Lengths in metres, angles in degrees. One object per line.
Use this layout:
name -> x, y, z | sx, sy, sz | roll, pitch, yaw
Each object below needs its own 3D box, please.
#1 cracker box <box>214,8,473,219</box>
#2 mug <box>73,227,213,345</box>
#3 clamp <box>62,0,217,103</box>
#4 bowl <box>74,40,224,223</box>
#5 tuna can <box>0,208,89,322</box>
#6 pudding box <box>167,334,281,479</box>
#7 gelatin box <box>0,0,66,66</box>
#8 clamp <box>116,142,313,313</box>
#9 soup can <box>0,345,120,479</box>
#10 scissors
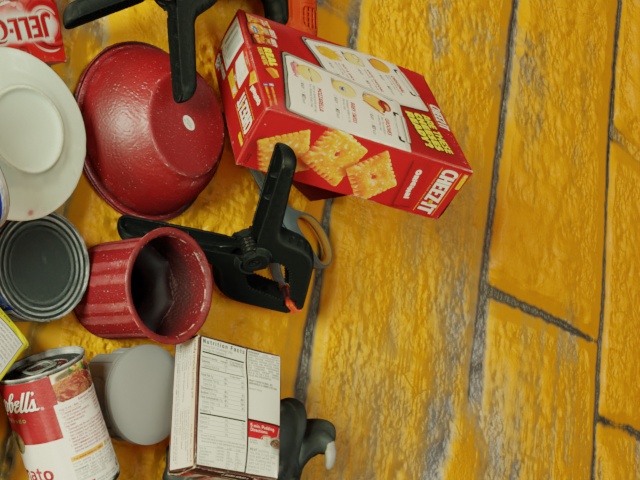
cracker box -> 0.016, -0.114, 0.989 | 0.213, 0.072, 0.164 | 15, 36, -27
mug -> -0.141, 0.038, 0.875 | 0.117, 0.082, 0.093 | -7, 91, -51
clamp -> -0.121, -0.199, 0.889 | 0.120, 0.039, 0.171 | 44, 64, -19
bowl -> -0.134, -0.097, 0.922 | 0.161, 0.055, 0.162 | 9, 79, -51
tuna can -> -0.221, 0.020, 0.817 | 0.085, 0.034, 0.086 | 9, 79, -50
pudding box -> -0.077, 0.141, 0.876 | 0.089, 0.039, 0.113 | 20, 58, -37
gelatin box -> -0.241, -0.169, 0.818 | 0.089, 0.030, 0.073 | -13, 96, -50
clamp -> -0.056, 0.001, 0.952 | 0.209, 0.165, 0.036 | 45, 23, -47
soup can -> -0.197, 0.139, 0.806 | 0.068, 0.069, 0.102 | -28, 108, -49
scissors -> -0.053, -0.025, 1.043 | 0.201, 0.016, 0.096 | 47, 52, -37
